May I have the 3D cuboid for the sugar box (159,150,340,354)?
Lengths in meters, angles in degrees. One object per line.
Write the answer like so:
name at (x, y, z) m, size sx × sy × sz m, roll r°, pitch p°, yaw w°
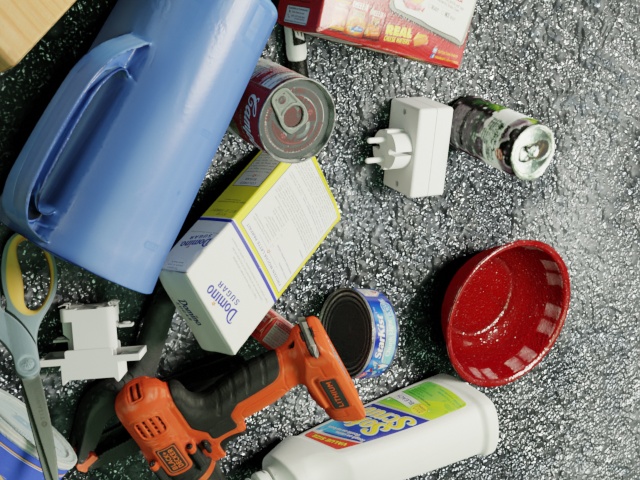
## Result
sugar box at (-0.056, 0.001, 0.894) m, size 0.176 × 0.048 × 0.093 m, roll -49°, pitch 129°, yaw -33°

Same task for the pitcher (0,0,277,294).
pitcher at (-0.134, -0.093, 0.786) m, size 0.144 × 0.149 × 0.243 m, roll 28°, pitch 90°, yaw -25°

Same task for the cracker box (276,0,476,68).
cracker box at (0.063, -0.262, 0.871) m, size 0.163 × 0.072 × 0.214 m, roll 5°, pitch 102°, yaw -39°

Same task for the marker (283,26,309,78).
marker at (-0.022, -0.183, 0.892) m, size 0.020 × 0.020 × 0.121 m, roll -18°, pitch 118°, yaw -26°

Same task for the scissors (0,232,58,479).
scissors at (-0.240, 0.087, 0.801) m, size 0.096 × 0.016 × 0.202 m, roll 4°, pitch 70°, yaw -16°

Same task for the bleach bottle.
bleach bottle at (0.046, 0.206, 1.044) m, size 0.250 × 0.103 × 0.068 m, roll -17°, pitch 114°, yaw -27°

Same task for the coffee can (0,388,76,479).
coffee can at (-0.276, 0.196, 0.836) m, size 0.140 × 0.103 × 0.102 m, roll -51°, pitch 127°, yaw -4°

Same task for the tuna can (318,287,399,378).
tuna can at (0.035, 0.087, 0.999) m, size 0.033 × 0.086 × 0.086 m, roll 4°, pitch 107°, yaw -35°

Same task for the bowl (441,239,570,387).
bowl at (0.180, 0.067, 1.102) m, size 0.161 × 0.055 × 0.162 m, roll -13°, pitch 116°, yaw -28°

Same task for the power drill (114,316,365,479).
power drill at (-0.060, 0.157, 0.917) m, size 0.187 × 0.057 × 0.184 m, roll -26°, pitch 132°, yaw -1°

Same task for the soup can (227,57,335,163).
soup can at (-0.043, -0.108, 0.858) m, size 0.068 × 0.102 × 0.068 m, roll -13°, pitch 116°, yaw -28°

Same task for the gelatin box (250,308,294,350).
gelatin box at (-0.037, 0.084, 0.960) m, size 0.030 × 0.073 × 0.089 m, roll -52°, pitch 127°, yaw -4°

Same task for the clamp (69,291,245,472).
clamp at (-0.146, 0.136, 0.935) m, size 0.120 × 0.039 × 0.171 m, roll 37°, pitch 94°, yaw -33°
